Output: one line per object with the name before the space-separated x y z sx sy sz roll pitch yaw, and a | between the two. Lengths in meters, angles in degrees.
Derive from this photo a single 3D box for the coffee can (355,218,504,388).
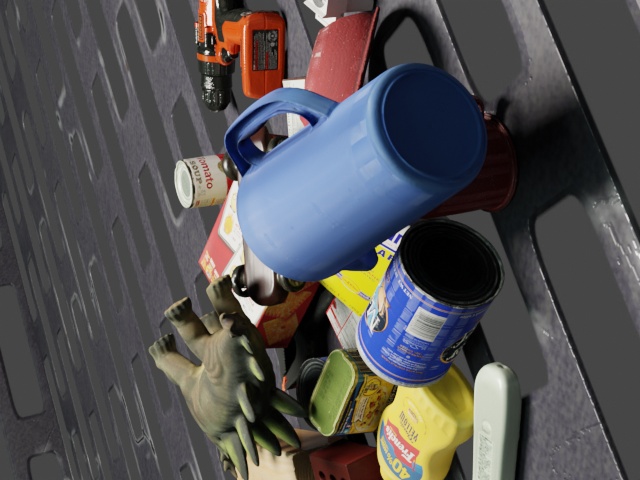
coffee can | 0.102 0.062 1.021 0.103 0.102 0.140 63 149 30

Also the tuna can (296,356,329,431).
tuna can | 0.009 0.179 1.255 0.086 0.033 0.086 6 97 54

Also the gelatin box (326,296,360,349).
gelatin box | 0.044 0.089 1.229 0.073 0.030 0.089 64 150 26

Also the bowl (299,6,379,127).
bowl | 0.015 -0.160 1.069 0.162 0.055 0.162 22 -98 -89

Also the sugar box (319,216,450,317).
sugar box | 0.059 0.010 1.116 0.093 0.048 0.176 40 145 10

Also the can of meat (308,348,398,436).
can of meat | 0.043 0.165 1.170 0.057 0.083 0.102 44 122 44

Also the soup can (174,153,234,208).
soup can | -0.139 -0.083 1.445 0.069 0.102 0.068 34 129 56

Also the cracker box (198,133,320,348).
cracker box | -0.059 0.002 1.305 0.164 0.071 0.214 57 132 39

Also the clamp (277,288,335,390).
clamp | -0.021 0.105 1.357 0.165 0.036 0.210 36 128 55

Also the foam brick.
foam brick | 0.034 0.267 1.233 0.078 0.051 0.053 -1 105 56

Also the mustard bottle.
mustard bottle | 0.103 0.207 1.126 0.096 0.058 0.192 56 146 30

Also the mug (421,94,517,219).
mug | 0.118 -0.075 0.958 0.093 0.081 0.117 44 138 49

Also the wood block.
wood block | -0.032 0.303 1.397 0.206 0.090 0.090 -11 89 64

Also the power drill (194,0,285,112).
power drill | -0.110 -0.240 1.376 0.188 0.057 0.184 35 131 55

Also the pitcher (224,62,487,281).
pitcher | 0.024 -0.062 0.904 0.243 0.149 0.145 -32 63 59
